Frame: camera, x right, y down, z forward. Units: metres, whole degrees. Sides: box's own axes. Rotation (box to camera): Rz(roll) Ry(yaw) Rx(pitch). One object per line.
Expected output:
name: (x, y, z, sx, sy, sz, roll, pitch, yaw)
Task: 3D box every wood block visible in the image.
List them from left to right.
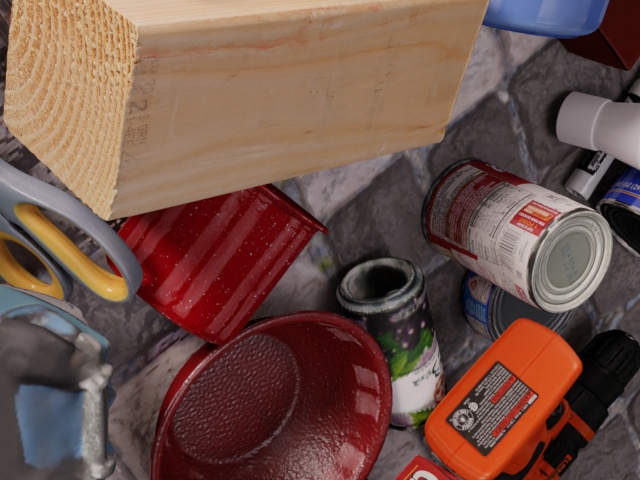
wood block: (-0.030, -0.086, 0.496, 0.205, 0.091, 0.090, -17, 134, -41)

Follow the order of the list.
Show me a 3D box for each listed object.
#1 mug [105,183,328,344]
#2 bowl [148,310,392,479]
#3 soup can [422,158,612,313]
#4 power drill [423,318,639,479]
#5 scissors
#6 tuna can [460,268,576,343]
mug: (-0.054, 0.001, 0.563, 0.081, 0.093, 0.117, -53, 166, 3)
bowl: (-0.037, 0.106, 0.633, 0.161, 0.055, 0.162, -14, 118, -29)
soup can: (0.120, -0.004, 0.661, 0.068, 0.102, 0.068, -14, 117, -29)
power drill: (0.149, 0.116, 0.727, 0.184, 0.057, 0.187, -50, 151, -4)
scissors: (-0.170, -0.034, 0.495, 0.201, 0.096, 0.016, 41, 50, -12)
tuna can: (0.139, 0.033, 0.736, 0.086, 0.034, 0.086, -14, 118, -29)
